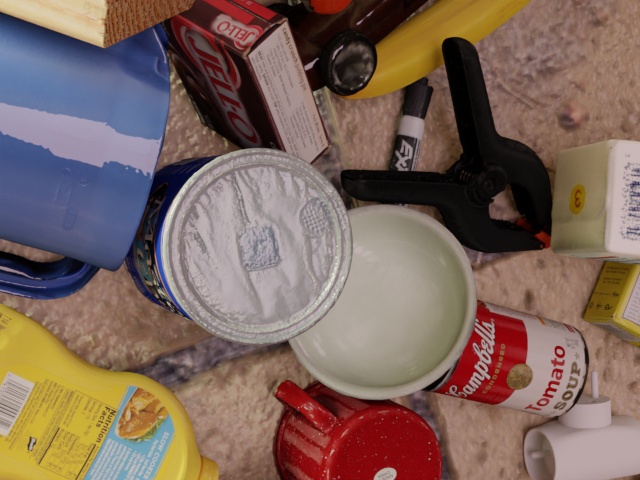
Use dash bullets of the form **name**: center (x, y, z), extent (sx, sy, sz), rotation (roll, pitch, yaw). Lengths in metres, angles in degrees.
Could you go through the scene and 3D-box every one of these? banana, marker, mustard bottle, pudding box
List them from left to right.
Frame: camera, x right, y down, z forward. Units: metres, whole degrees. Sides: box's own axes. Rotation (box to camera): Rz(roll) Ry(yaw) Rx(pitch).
- **mustard bottle**: center (-0.134, 0.120, 0.637), extent (0.191, 0.058, 0.096), rotation (30, 78, -18)
- **pudding box**: center (-0.047, -0.096, 0.617), extent (0.039, 0.090, 0.113), rotation (-45, 145, -14)
- **marker**: center (0.056, -0.051, 0.718), extent (0.020, 0.020, 0.121), rotation (13, 88, -20)
- **banana**: center (0.088, -0.148, 0.701), extent (0.197, 0.069, 0.037), rotation (-36, 77, -5)

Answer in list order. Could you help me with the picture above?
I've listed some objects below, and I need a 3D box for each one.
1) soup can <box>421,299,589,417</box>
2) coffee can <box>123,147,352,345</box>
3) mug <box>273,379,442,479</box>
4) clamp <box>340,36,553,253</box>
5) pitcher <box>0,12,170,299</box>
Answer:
- **soup can**: center (0.120, 0.079, 0.722), extent (0.102, 0.069, 0.068), rotation (15, 87, -20)
- **coffee can**: center (-0.054, 0.001, 0.616), extent (0.102, 0.140, 0.103), rotation (-1, 93, -20)
- **mug**: center (0.018, 0.130, 0.680), extent (0.093, 0.082, 0.117), rotation (-47, 106, -12)
- **clamp**: center (0.092, -0.037, 0.705), extent (0.120, 0.039, 0.171), rotation (-41, 121, 3)
- **pitcher**: center (-0.209, -0.064, 0.574), extent (0.242, 0.145, 0.149), rotation (14, 76, -16)
